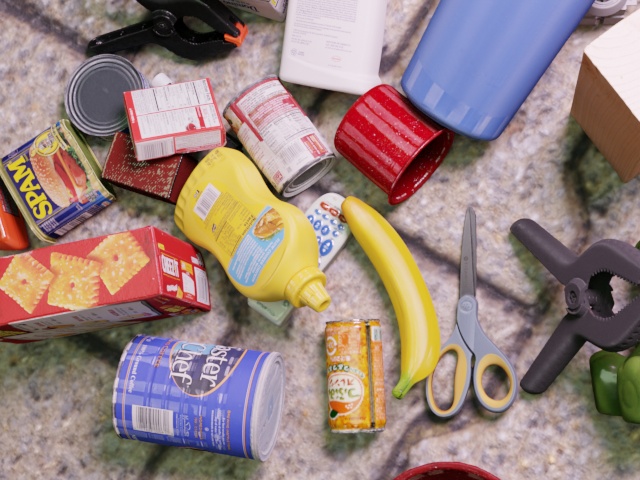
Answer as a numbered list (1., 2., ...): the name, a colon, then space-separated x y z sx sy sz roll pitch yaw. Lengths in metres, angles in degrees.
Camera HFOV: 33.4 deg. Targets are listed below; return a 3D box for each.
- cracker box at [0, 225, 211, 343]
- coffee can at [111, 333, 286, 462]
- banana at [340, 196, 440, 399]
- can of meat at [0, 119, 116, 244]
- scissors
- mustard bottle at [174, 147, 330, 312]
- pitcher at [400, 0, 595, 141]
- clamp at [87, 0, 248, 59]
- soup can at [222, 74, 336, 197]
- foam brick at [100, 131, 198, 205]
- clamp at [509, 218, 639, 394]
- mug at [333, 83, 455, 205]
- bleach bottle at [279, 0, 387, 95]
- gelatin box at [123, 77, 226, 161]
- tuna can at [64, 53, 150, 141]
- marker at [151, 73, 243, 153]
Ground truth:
1. cracker box: -0.229 0.046 1.012 0.214 0.164 0.072 -10 80 9
2. coffee can: -0.113 0.148 1.010 0.140 0.102 0.103 7 85 11
3. banana: 0.073 0.049 1.009 0.037 0.069 0.198 -29 70 37
4. can of meat: -0.268 -0.061 1.087 0.084 0.057 0.102 -33 79 3
5. scissors: 0.156 0.075 1.008 0.096 0.016 0.202 16 86 23
6. mustard bottle: -0.056 0.001 1.008 0.192 0.058 0.096 44 110 31
7. pitcher: 0.175 -0.219 0.969 0.145 0.148 0.243 46 116 34
8. clamp: -0.159 -0.233 1.068 0.171 0.120 0.039 6 48 7
9. soup can: -0.040 -0.102 1.043 0.068 0.068 0.102 -37 79 4
10. foam brick: -0.172 -0.071 1.071 0.078 0.053 0.051 17 87 12
11. clamp: 0.229 0.041 0.927 0.036 0.210 0.164 0 76 -24
12. mug: 0.075 -0.101 1.018 0.081 0.093 0.117 42 61 17
13. bleach bottle: 0.027 -0.270 1.017 0.103 0.068 0.251 13 102 15
14. gelatin box: -0.143 -0.118 1.044 0.089 0.030 0.073 -11 52 -11
15. tuna can: -0.217 -0.146 1.098 0.086 0.033 0.086 -1 83 10
16. marker: -0.124 -0.126 1.086 0.121 0.020 0.020 42 92 12
